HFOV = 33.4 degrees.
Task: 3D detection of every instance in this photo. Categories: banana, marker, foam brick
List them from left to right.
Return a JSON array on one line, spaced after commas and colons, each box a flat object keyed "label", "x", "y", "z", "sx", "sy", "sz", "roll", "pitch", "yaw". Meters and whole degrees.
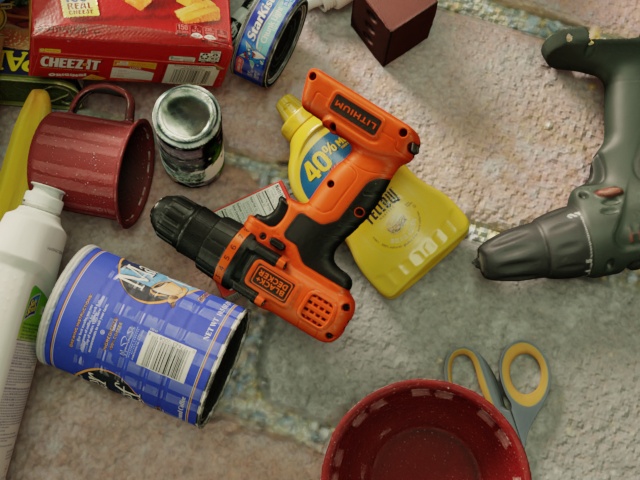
[{"label": "banana", "x": -0.259, "y": -0.028, "z": 0.894, "sx": 0.037, "sy": 0.070, "sz": 0.197, "roll": 18, "pitch": 71, "yaw": -13}, {"label": "marker", "x": -0.085, "y": -0.179, "z": 0.950, "sx": 0.020, "sy": 0.020, "sz": 0.121, "roll": 37, "pitch": 80, "yaw": 8}, {"label": "foam brick", "x": 0.063, "y": -0.197, "z": 0.923, "sx": 0.051, "sy": 0.078, "sz": 0.053, "roll": -33, "pitch": 79, "yaw": -8}]

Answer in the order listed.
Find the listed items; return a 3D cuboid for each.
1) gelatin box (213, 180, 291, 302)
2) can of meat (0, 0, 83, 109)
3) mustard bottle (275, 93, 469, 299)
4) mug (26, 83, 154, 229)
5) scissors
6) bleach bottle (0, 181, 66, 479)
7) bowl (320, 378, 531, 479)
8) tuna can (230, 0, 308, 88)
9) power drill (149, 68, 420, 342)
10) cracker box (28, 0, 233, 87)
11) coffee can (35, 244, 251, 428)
[{"label": "gelatin box", "x": -0.056, "y": 0.001, "z": 0.903, "sx": 0.089, "sy": 0.030, "sz": 0.073, "roll": -25, "pitch": 77, "yaw": -4}, {"label": "can of meat", "x": -0.253, "y": -0.165, "z": 0.931, "sx": 0.102, "sy": 0.057, "sz": 0.084, "roll": 4, "pitch": 74, "yaw": 1}, {"label": "mustard bottle", "x": 0.030, "y": -0.050, "z": 0.899, "sx": 0.096, "sy": 0.058, "sz": 0.192, "roll": -42, "pitch": 79, "yaw": 2}, {"label": "mug", "x": -0.189, "y": -0.074, "z": 0.890, "sx": 0.081, "sy": 0.093, "sz": 0.117, "roll": 10, "pitch": 89, "yaw": 8}, {"label": "scissors", "x": 0.173, "y": 0.168, "z": 0.869, "sx": 0.096, "sy": 0.016, "sz": 0.202, "roll": -29, "pitch": 79, "yaw": -6}, {"label": "bleach bottle", "x": -0.251, "y": 0.078, "z": 0.838, "sx": 0.068, "sy": 0.102, "sz": 0.251, "roll": 17, "pitch": 84, "yaw": 2}, {"label": "bowl", "x": 0.083, "y": 0.191, "z": 0.840, "sx": 0.162, "sy": 0.055, "sz": 0.162, "roll": -1, "pitch": 79, "yaw": 6}, {"label": "tuna can", "x": -0.043, "y": -0.175, "z": 0.915, "sx": 0.034, "sy": 0.086, "sz": 0.086, "roll": 26, "pitch": 79, "yaw": 5}, {"label": "power drill", "x": -0.022, "y": -0.038, "z": 0.847, "sx": 0.184, "sy": 0.057, "sz": 0.188, "roll": 31, "pitch": 97, "yaw": 6}, {"label": "cracker box", "x": -0.164, "y": -0.241, "z": 0.905, "sx": 0.164, "sy": 0.072, "sz": 0.214, "roll": 1, "pitch": 69, "yaw": -18}, {"label": "coffee can", "x": -0.139, "y": 0.076, "z": 0.850, "sx": 0.140, "sy": 0.103, "sz": 0.103, "roll": 22, "pitch": 78, "yaw": 5}]
